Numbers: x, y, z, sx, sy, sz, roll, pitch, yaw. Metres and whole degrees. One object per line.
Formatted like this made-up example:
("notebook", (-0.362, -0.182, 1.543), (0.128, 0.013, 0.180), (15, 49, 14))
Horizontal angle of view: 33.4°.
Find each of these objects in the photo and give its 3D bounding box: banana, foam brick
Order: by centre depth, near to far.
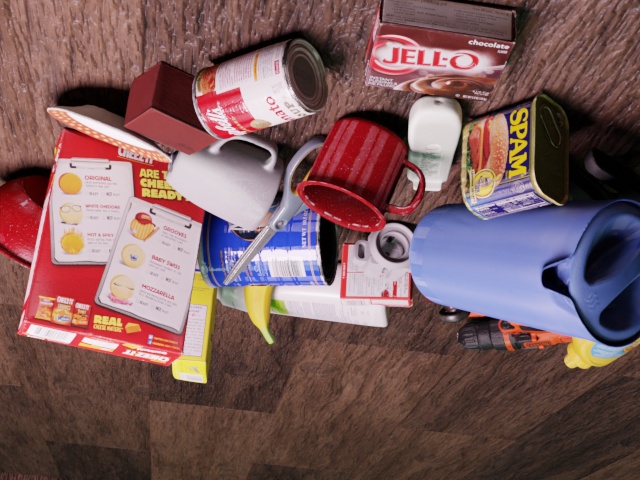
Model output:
("foam brick", (-0.136, -0.123, 1.001), (0.078, 0.051, 0.053), (23, 152, -35))
("banana", (-0.056, 0.040, 1.321), (0.070, 0.037, 0.198), (29, 129, 10))

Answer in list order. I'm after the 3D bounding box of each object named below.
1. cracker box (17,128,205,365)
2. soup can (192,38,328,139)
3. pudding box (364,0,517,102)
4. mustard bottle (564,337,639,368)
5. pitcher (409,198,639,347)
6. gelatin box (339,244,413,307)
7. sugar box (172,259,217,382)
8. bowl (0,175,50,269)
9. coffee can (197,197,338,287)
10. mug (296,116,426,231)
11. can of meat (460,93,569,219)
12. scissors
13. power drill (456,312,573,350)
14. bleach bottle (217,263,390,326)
("cracker box", (-0.213, 0.009, 1.116), (0.164, 0.213, 0.072), (14, 157, -19))
("soup can", (-0.052, -0.133, 0.941), (0.102, 0.068, 0.068), (-12, 152, 32))
("pudding box", (0.097, -0.159, 0.886), (0.113, 0.039, 0.090), (6, 156, -3))
("mustard bottle", (0.382, 0.113, 1.374), (0.096, 0.058, 0.192), (3, 145, -33))
("pitcher", (0.210, 0.022, 1.043), (0.149, 0.145, 0.243), (48, 158, -29))
("gelatin box", (0.070, 0.043, 1.314), (0.089, 0.073, 0.030), (0, 157, 8))
("sugar box", (-0.149, 0.076, 1.304), (0.048, 0.176, 0.093), (8, 157, -3))
("bowl", (-0.300, -0.024, 1.187), (0.161, 0.162, 0.055), (20, 114, -32))
("coffee can", (-0.058, 0.001, 1.207), (0.140, 0.103, 0.102), (-1, 156, 13))
("mug", (0.046, -0.062, 1.033), (0.117, 0.081, 0.093), (18, 161, 19))
("can of meat", (0.179, -0.075, 0.989), (0.084, 0.102, 0.057), (-15, 151, 42))
("scissors", (-0.026, -0.026, 1.131), (0.096, 0.016, 0.202), (3, 130, -36))
("power drill", (0.249, 0.100, 1.435), (0.185, 0.057, 0.187), (-11, 155, 24))
("bleach bottle", (-0.035, 0.063, 1.399), (0.251, 0.068, 0.102), (4, 153, 9))
